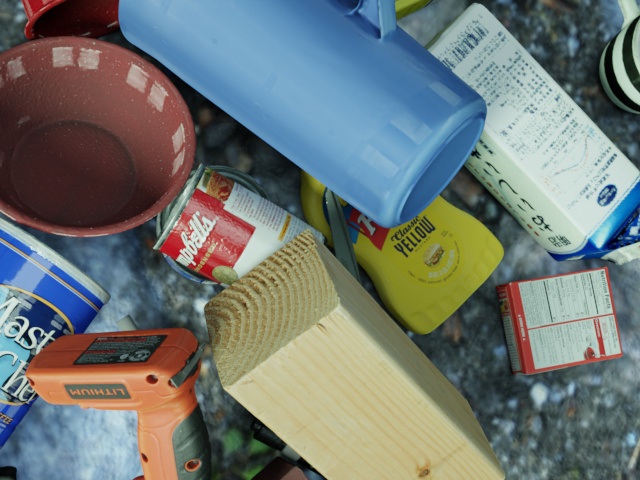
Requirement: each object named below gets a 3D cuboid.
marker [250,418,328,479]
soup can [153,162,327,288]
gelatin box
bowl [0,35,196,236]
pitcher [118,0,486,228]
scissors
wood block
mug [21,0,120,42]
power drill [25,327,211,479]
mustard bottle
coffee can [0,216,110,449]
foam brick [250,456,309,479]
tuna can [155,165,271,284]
[{"bbox_3d":[0.001,0.166,0.794,0.121,0.020,0.020,32,77,-9],"label":"marker"},{"bbox_3d":[-0.055,0.001,0.737,0.102,0.069,0.068,30,77,-10],"label":"soup can"},{"bbox_3d":[0.190,0.064,0.848,0.089,0.030,0.073,-9,84,-15],"label":"gelatin box"},{"bbox_3d":[-0.170,-0.062,0.745,0.162,0.055,0.162,7,61,-12],"label":"bowl"},{"bbox_3d":[-0.006,-0.128,0.719,0.243,0.149,0.145,40,87,14],"label":"pitcher"},{"bbox_3d":[0.013,0.067,0.782,0.096,0.016,0.201,-30,109,-6],"label":"scissors"},{"bbox_3d":[0.025,0.103,0.712,0.091,0.090,0.206,-36,124,9],"label":"wood block"},{"bbox_3d":[-0.169,-0.199,0.748,0.093,0.117,0.081,-15,82,-45],"label":"mug"},{"bbox_3d":[-0.124,0.151,0.687,0.185,0.057,0.187,-6,113,17],"label":"power drill"},{"bbox_3d":[0.042,-0.027,0.806,0.096,0.058,0.191,-44,95,-7],"label":"mustard bottle"},{"bbox_3d":[-0.222,0.066,0.707,0.102,0.103,0.140,36,77,-8],"label":"coffee can"},{"bbox_3d":[-0.027,0.191,0.754,0.051,0.078,0.053,-39,94,-14],"label":"foam brick"},{"bbox_3d":[-0.078,-0.010,0.787,0.086,0.034,0.086,2,83,-14],"label":"tuna can"}]
